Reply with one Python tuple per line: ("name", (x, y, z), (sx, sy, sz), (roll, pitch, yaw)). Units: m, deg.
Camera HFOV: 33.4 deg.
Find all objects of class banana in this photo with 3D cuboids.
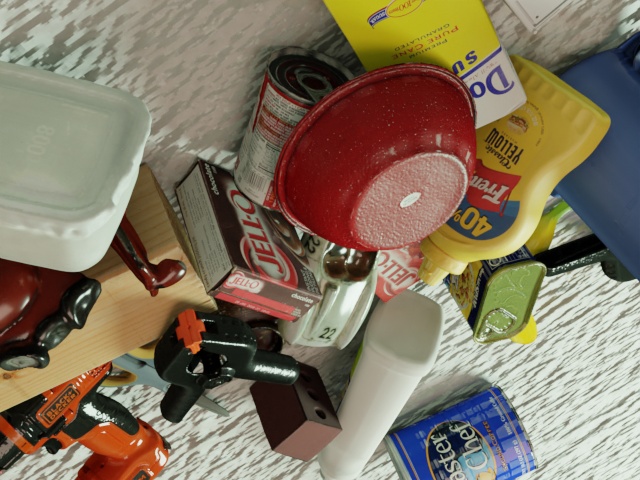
("banana", (0.201, 0.046, 1.049), (0.069, 0.037, 0.198), (-12, 138, -16))

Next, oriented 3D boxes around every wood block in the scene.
("wood block", (-0.194, 0.041, 0.786), (0.206, 0.090, 0.091), (-25, 141, -3))

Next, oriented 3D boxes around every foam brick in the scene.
("foam brick", (-0.024, 0.161, 1.018), (0.051, 0.078, 0.052), (-42, 138, 20))

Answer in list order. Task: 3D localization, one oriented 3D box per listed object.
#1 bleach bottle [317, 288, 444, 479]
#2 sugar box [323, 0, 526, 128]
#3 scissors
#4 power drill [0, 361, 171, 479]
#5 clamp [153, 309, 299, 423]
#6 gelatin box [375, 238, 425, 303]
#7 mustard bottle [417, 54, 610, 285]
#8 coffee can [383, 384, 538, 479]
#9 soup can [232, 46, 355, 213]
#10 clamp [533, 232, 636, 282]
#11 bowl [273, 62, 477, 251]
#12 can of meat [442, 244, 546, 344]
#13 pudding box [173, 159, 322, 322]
("bleach bottle", (0.045, 0.164, 1.045), (0.068, 0.102, 0.251), (24, 130, 2))
("sugar box", (0.073, -0.143, 0.747), (0.093, 0.048, 0.176), (-24, 134, 15))
("scissors", (-0.130, 0.113, 0.957), (0.201, 0.016, 0.096), (21, 121, -42))
("power drill", (-0.214, 0.173, 0.876), (0.184, 0.057, 0.187), (-45, 144, -16))
("clamp", (-0.092, 0.101, 0.834), (0.120, 0.039, 0.171), (-28, 151, 4))
("gelatin box", (0.064, 0.010, 0.940), (0.073, 0.030, 0.089), (-33, 139, 9))
("mustard bottle", (0.136, -0.044, 0.847), (0.058, 0.096, 0.192), (3, 124, -56))
("coffee can", (0.153, 0.234, 1.175), (0.140, 0.103, 0.103), (-24, 140, -3))
("soup can", (-0.020, -0.078, 0.770), (0.068, 0.068, 0.102), (-2, 135, -27))
("clamp", (0.290, -0.003, 1.032), (0.164, 0.036, 0.209), (-47, 143, 4))
("bowl", (0.051, -0.044, 0.750), (0.162, 0.055, 0.162), (-18, 140, -16))
("can of meat", (0.152, 0.029, 0.967), (0.057, 0.084, 0.102), (-12, 138, -18))
("pudding box", (-0.055, 0.001, 0.800), (0.089, 0.113, 0.039), (23, 122, -43))
